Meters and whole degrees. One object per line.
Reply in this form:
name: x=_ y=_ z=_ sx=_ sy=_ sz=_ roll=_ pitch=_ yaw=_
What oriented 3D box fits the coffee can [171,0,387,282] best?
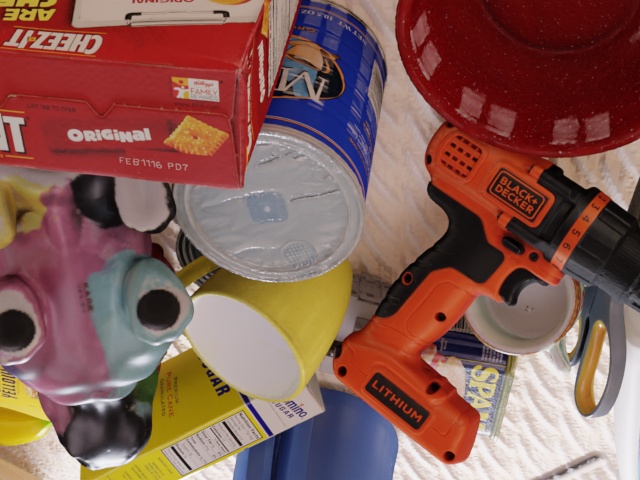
coffee can: x=-0.019 y=-0.060 z=0.608 sx=0.103 sy=0.140 sz=0.103 roll=5 pitch=131 yaw=6

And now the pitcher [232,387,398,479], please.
pitcher: x=-0.018 y=0.230 z=0.790 sx=0.149 sy=0.242 sz=0.145 roll=26 pitch=128 yaw=-14

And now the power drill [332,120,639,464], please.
power drill: x=0.109 y=0.042 z=0.652 sx=0.184 sy=0.057 sz=0.188 roll=37 pitch=104 yaw=18

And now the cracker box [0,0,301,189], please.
cracker box: x=-0.097 y=-0.118 z=0.524 sx=0.164 sy=0.213 sz=0.072 roll=6 pitch=131 yaw=6

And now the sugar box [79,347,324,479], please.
sugar box: x=-0.089 y=0.120 z=0.775 sx=0.176 sy=0.093 sz=0.048 roll=-30 pitch=123 yaw=7

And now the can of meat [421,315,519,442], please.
can of meat: x=0.095 y=0.093 z=0.775 sx=0.084 sy=0.057 sz=0.102 roll=9 pitch=132 yaw=6

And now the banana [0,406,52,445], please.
banana: x=-0.311 y=0.136 z=0.903 sx=0.198 sy=0.037 sz=0.070 roll=14 pitch=123 yaw=-2

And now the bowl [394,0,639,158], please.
bowl: x=0.124 y=-0.121 z=0.575 sx=0.162 sy=0.055 sz=0.162 roll=12 pitch=139 yaw=10
